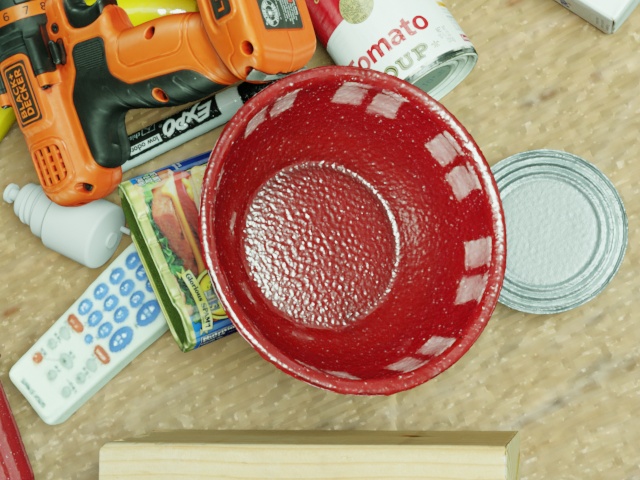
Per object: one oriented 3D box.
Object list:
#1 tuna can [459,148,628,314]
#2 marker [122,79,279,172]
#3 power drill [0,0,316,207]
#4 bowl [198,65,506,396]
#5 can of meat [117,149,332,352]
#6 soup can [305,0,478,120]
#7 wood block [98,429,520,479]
[{"bbox_3d":[0.118,-0.004,0.565,0.086,0.033,0.086,-1,85,14],"label":"tuna can"},{"bbox_3d":[-0.074,-0.070,0.628,0.121,0.020,0.020,-24,80,11],"label":"marker"},{"bbox_3d":[-0.103,-0.125,0.558,0.188,0.057,0.184,-17,94,35],"label":"power drill"},{"bbox_3d":[0.010,-0.002,0.533,0.161,0.055,0.162,4,79,-21],"label":"bowl"},{"bbox_3d":[-0.054,0.001,0.581,0.083,0.057,0.102,-22,80,-16],"label":"can of meat"},{"bbox_3d":[0.030,-0.122,0.580,0.068,0.068,0.102,-34,79,9],"label":"soup can"},{"bbox_3d":[-0.002,0.146,0.555,0.206,0.090,0.090,-3,85,14],"label":"wood block"}]
